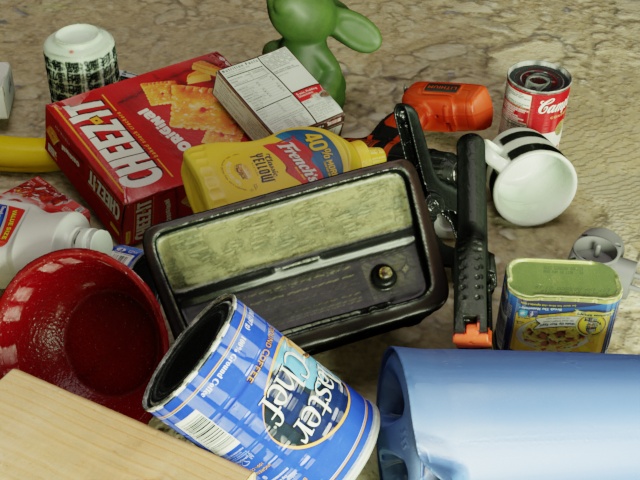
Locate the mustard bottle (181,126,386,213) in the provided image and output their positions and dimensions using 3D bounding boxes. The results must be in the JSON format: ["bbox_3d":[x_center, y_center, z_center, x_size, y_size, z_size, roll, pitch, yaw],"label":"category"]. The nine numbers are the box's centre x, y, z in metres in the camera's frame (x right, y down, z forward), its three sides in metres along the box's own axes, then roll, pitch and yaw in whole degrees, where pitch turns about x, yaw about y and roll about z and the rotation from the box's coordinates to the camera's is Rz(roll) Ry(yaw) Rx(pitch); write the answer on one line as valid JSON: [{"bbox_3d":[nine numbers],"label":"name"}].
[{"bbox_3d":[-0.026,-0.059,0.995,0.191,0.058,0.096,-14,59,-22],"label":"mustard bottle"}]

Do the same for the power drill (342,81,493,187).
[{"bbox_3d":[0.105,-0.108,1.123,0.185,0.057,0.187,11,34,37],"label":"power drill"}]

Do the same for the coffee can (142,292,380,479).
[{"bbox_3d":[-0.042,0.120,0.770,0.140,0.103,0.102,39,38,-15],"label":"coffee can"}]

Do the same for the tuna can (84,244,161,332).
[{"bbox_3d":[-0.169,0.047,0.923,0.034,0.086,0.086,13,40,16],"label":"tuna can"}]

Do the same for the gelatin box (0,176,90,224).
[{"bbox_3d":[-0.281,-0.022,1.050,0.089,0.030,0.073,31,47,32],"label":"gelatin box"}]

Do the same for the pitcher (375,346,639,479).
[{"bbox_3d":[0.163,0.138,0.796,0.242,0.145,0.149,0,60,-8],"label":"pitcher"}]

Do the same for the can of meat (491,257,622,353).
[{"bbox_3d":[0.202,0.064,0.916,0.102,0.084,0.057,2,38,1],"label":"can of meat"}]

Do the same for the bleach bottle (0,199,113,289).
[{"bbox_3d":[-0.286,0.000,0.934,0.251,0.068,0.102,0,37,28],"label":"bleach bottle"}]

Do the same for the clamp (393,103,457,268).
[{"bbox_3d":[0.097,-0.042,0.994,0.120,0.171,0.039,-57,22,-10],"label":"clamp"}]

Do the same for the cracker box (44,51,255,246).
[{"bbox_3d":[-0.151,-0.103,1.103,0.213,0.072,0.164,-24,56,-31],"label":"cracker box"}]

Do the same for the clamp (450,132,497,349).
[{"bbox_3d":[0.126,0.014,0.880,0.036,0.164,0.210,-4,23,12],"label":"clamp"}]

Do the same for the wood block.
[{"bbox_3d":[-0.156,0.181,0.751,0.206,0.091,0.090,18,41,20],"label":"wood block"}]

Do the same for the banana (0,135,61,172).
[{"bbox_3d":[-0.331,-0.101,1.142,0.198,0.037,0.069,9,39,10],"label":"banana"}]

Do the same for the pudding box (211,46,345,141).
[{"bbox_3d":[-0.042,-0.139,1.084,0.089,0.039,0.114,-26,61,-29],"label":"pudding box"}]

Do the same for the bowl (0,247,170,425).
[{"bbox_3d":[-0.181,0.085,0.852,0.162,0.162,0.055,17,7,18],"label":"bowl"}]

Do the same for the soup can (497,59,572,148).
[{"bbox_3d":[0.228,-0.133,1.150,0.068,0.102,0.068,1,38,-1],"label":"soup can"}]
